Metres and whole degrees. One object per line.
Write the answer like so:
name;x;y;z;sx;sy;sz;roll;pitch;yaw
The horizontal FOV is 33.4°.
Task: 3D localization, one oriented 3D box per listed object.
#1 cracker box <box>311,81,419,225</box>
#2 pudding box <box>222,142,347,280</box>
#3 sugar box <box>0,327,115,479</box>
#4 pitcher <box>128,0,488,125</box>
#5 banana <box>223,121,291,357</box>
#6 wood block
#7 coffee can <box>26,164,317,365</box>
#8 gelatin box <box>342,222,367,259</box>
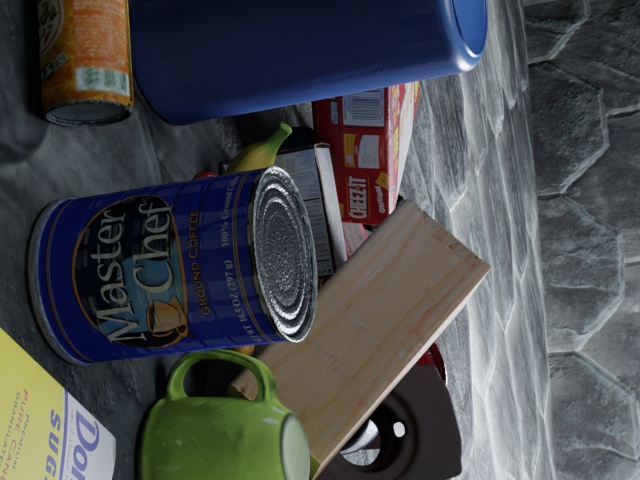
cracker box;0.046;-0.144;0.973;0.213;0.072;0.164;-75;166;-47
pudding box;-0.030;-0.019;0.894;0.039;0.090;0.113;-18;99;-71
sugar box;-0.160;0.101;0.515;0.176;0.048;0.093;58;29;-49
pitcher;-0.013;-0.165;0.761;0.149;0.243;0.145;-40;122;-61
banana;-0.064;0.002;0.830;0.037;0.070;0.198;17;67;-24
wood block;0.028;0.078;0.828;0.205;0.090;0.091;-46;170;-22
coffee can;-0.084;0.016;0.629;0.102;0.140;0.103;-8;90;-72
gelatin box;0.019;-0.037;1.109;0.073;0.030;0.089;-114;180;-50
